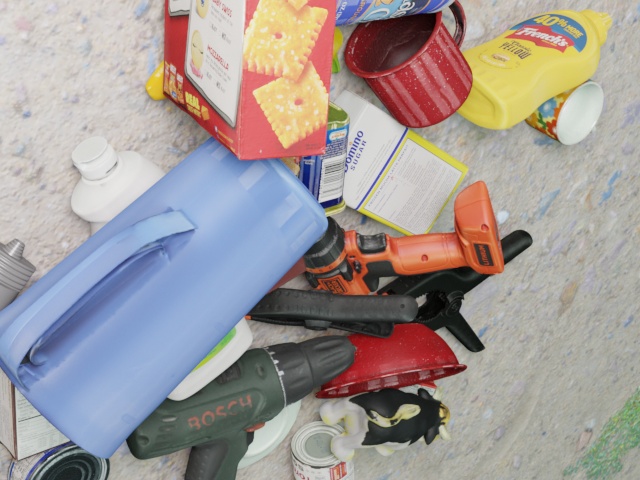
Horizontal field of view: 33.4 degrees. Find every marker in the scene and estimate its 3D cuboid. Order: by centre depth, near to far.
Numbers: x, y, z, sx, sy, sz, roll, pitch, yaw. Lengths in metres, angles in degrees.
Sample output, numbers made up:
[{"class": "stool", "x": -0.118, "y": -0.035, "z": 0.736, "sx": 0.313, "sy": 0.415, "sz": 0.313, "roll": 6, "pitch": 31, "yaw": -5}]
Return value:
[{"class": "marker", "x": 0.087, "y": -0.160, "z": 0.993, "sx": 0.020, "sy": 0.020, "sz": 0.121, "roll": -29, "pitch": 134, "yaw": -25}]

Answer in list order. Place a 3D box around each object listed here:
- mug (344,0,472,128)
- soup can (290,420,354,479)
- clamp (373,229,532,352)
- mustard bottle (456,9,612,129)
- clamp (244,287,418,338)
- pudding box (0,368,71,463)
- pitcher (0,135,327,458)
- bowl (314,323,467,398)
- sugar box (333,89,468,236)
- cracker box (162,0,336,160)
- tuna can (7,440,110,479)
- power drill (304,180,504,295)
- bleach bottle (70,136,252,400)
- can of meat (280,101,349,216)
[{"class": "mug", "x": 0.087, "y": -0.161, "z": 0.930, "sx": 0.117, "sy": 0.093, "sz": 0.081, "roll": -55, "pitch": 132, "yaw": -13}, {"class": "soup can", "x": 0.004, "y": 0.257, "z": 1.178, "sx": 0.068, "sy": 0.069, "sz": 0.102, "roll": -28, "pitch": 134, "yaw": -26}, {"class": "clamp", "x": 0.141, "y": 0.072, "z": 1.197, "sx": 0.209, "sy": 0.036, "sz": 0.165, "roll": -10, "pitch": 126, "yaw": -36}, {"class": "mustard bottle", "x": 0.213, "y": -0.178, "z": 1.039, "sx": 0.191, "sy": 0.096, "sz": 0.058, "roll": -31, "pitch": 135, "yaw": -24}, {"class": "clamp", "x": 0.003, "y": 0.069, "z": 1.012, "sx": 0.120, "sy": 0.171, "sz": 0.039, "roll": 89, "pitch": 7, "yaw": -70}, {"class": "pudding box", "x": -0.222, "y": 0.120, "z": 0.890, "sx": 0.089, "sy": 0.039, "sz": 0.113, "roll": -16, "pitch": 126, "yaw": -35}, {"class": "pitcher", "x": -0.116, "y": 0.029, "z": 0.768, "sx": 0.243, "sy": 0.149, "sz": 0.145, "roll": -43, "pitch": 116, "yaw": -2}, {"class": "bowl", "x": 0.069, "y": 0.123, "z": 1.115, "sx": 0.162, "sy": 0.055, "sz": 0.162, "roll": -10, "pitch": 166, "yaw": -3}, {"class": "sugar box", "x": 0.060, "y": -0.068, "z": 1.015, "sx": 0.176, "sy": 0.048, "sz": 0.093, "roll": 26, "pitch": 99, "yaw": -46}, {"class": "cracker box", "x": -0.048, "y": -0.179, "z": 0.712, "sx": 0.072, "sy": 0.164, "sz": 0.214, "roll": -5, "pitch": 114, "yaw": -25}, {"class": "tuna can", "x": -0.230, "y": 0.205, "z": 0.946, "sx": 0.086, "sy": 0.034, "sz": 0.086, "roll": -24, "pitch": 132, "yaw": -30}, {"class": "power drill", "x": 0.068, "y": -0.002, "z": 0.985, "sx": 0.188, "sy": 0.057, "sz": 0.184, "roll": -10, "pitch": 152, "yaw": 14}, {"class": "bleach bottle", "x": -0.142, "y": 0.020, "z": 0.877, "sx": 0.102, "sy": 0.068, "sz": 0.250, "roll": -37, "pitch": 135, "yaw": -14}, {"class": "can of meat", "x": -0.021, "y": -0.077, "z": 0.888, "sx": 0.057, "sy": 0.102, "sz": 0.084, "roll": -17, "pitch": 126, "yaw": -34}]
